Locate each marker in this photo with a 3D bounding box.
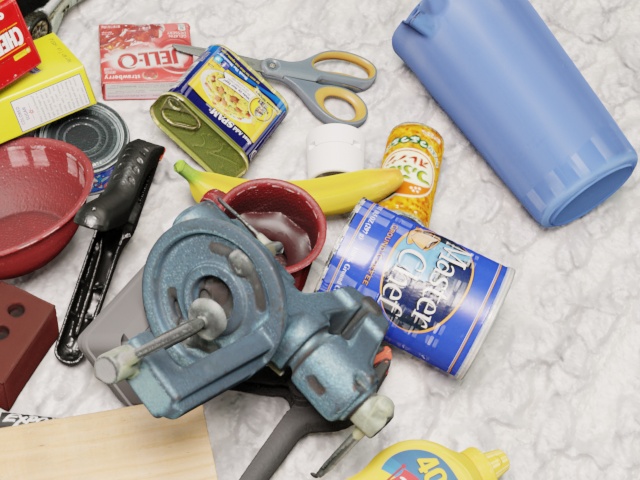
[{"bbox_3d":[-0.228,0.143,0.824,0.121,0.020,0.020,8,58,-5],"label":"marker"}]

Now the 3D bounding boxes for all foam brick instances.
[{"bbox_3d":[-0.249,0.082,0.838,0.053,0.051,0.078,24,58,6],"label":"foam brick"}]

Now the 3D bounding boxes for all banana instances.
[{"bbox_3d":[-0.028,-0.041,0.937,0.197,0.070,0.037,0,71,-2],"label":"banana"}]

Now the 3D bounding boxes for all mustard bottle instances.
[{"bbox_3d":[0.063,0.206,0.811,0.191,0.058,0.096,-22,74,-22],"label":"mustard bottle"}]

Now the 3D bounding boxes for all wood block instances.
[{"bbox_3d":[-0.181,0.184,0.765,0.206,0.091,0.090,-8,61,-14],"label":"wood block"}]

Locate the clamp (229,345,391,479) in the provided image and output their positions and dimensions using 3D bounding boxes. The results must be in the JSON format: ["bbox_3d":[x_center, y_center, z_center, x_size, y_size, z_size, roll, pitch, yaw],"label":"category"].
[{"bbox_3d":[-0.018,0.134,0.854,0.171,0.039,0.120,-14,68,-9],"label":"clamp"}]

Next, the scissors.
[{"bbox_3d":[-0.037,-0.148,1.023,0.201,0.016,0.096,-3,64,-19],"label":"scissors"}]

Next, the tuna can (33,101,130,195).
[{"bbox_3d":[-0.213,-0.084,0.956,0.086,0.034,0.086,4,58,-7],"label":"tuna can"}]

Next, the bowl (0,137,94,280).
[{"bbox_3d":[-0.259,-0.017,0.877,0.162,0.055,0.162,-6,40,5],"label":"bowl"}]

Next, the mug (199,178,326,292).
[{"bbox_3d":[-0.056,0.001,0.902,0.117,0.081,0.093,34,60,11],"label":"mug"}]

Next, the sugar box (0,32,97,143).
[{"bbox_3d":[-0.294,-0.119,0.928,0.176,0.048,0.093,-25,38,-19],"label":"sugar box"}]

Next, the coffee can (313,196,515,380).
[{"bbox_3d":[0.077,0.039,0.889,0.140,0.103,0.102,26,58,7],"label":"coffee can"}]

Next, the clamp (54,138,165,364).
[{"bbox_3d":[-0.172,-0.009,0.881,0.036,0.165,0.210,18,34,-4],"label":"clamp"}]

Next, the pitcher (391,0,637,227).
[{"bbox_3d":[0.191,-0.137,1.011,0.149,0.145,0.243,-29,71,-11],"label":"pitcher"}]

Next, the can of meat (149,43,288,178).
[{"bbox_3d":[-0.090,-0.118,0.971,0.102,0.058,0.083,42,56,-11],"label":"can of meat"}]

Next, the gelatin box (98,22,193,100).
[{"bbox_3d":[-0.166,-0.172,1.020,0.089,0.030,0.073,-3,60,-11],"label":"gelatin box"}]
